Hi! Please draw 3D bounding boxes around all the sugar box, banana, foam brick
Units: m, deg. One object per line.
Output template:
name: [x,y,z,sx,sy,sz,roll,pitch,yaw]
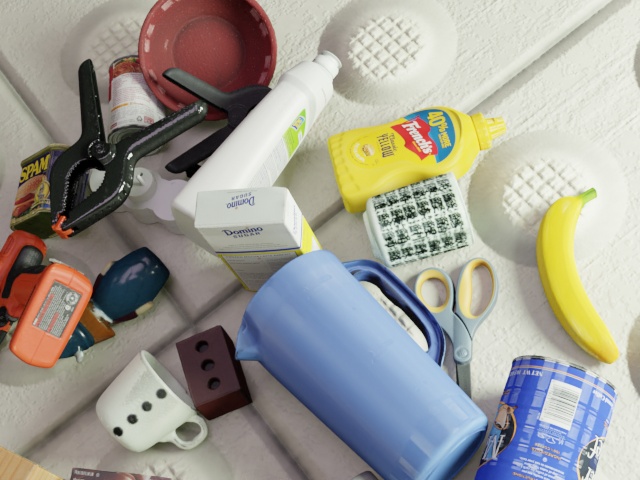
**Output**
sugar box: [-0.057,0.001,1.089,0.093,0.176,0.048,-3,64,12]
banana: [0.255,0.031,1.079,0.070,0.037,0.198,-6,63,12]
foam brick: [-0.110,0.137,1.107,0.053,0.051,0.078,-23,61,1]

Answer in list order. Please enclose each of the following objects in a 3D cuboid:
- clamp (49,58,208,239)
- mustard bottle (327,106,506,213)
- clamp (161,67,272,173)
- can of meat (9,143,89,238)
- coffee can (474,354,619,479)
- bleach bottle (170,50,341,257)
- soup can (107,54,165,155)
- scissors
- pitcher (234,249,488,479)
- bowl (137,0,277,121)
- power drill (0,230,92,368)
clamp: [-0.243,-0.101,1.176,0.165,0.036,0.210,28,75,19]
mustard bottle: [0.108,-0.098,1.165,0.191,0.058,0.096,-16,51,5]
clamp: [-0.103,-0.148,1.225,0.171,0.039,0.120,-11,95,-8]
can of meat: [-0.310,-0.054,1.228,0.102,0.057,0.084,-18,59,46]
coffee can: [0.204,0.190,0.977,0.103,0.102,0.140,15,69,20]
bleach bottle: [-0.061,-0.104,1.170,0.068,0.102,0.250,34,74,13]
soup can: [-0.218,-0.159,1.268,0.068,0.068,0.102,-9,64,9]
scissors: [0.127,0.106,1.085,0.096,0.016,0.201,10,68,20]
pitcher: [0.050,0.126,1.035,0.243,0.144,0.149,43,102,25]
bowl: [-0.133,-0.222,1.261,0.162,0.055,0.162,-1,97,-5]
power drill: [-0.327,0.081,1.138,0.188,0.057,0.184,10,73,53]
